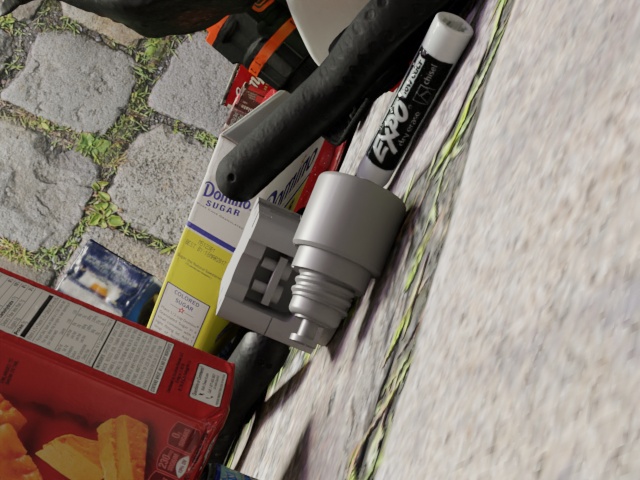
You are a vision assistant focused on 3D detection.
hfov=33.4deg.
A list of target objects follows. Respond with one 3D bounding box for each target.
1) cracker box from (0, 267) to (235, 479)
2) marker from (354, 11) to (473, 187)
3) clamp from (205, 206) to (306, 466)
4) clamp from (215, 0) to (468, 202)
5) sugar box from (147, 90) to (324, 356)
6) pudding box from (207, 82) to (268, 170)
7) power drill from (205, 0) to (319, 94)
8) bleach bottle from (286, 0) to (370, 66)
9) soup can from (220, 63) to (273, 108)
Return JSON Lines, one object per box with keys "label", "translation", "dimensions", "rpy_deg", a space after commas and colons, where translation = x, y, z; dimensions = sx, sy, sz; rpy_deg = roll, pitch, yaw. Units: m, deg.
{"label": "cracker box", "translation": [-0.167, 0.095, 0.468], "dimensions": [0.072, 0.213, 0.164], "rpy_deg": [-88, 22, -72]}
{"label": "marker", "translation": [0.037, -0.053, 0.508], "dimensions": [0.020, 0.020, 0.121], "rpy_deg": [-76, 11, -54]}
{"label": "clamp", "translation": [-0.054, 0.093, 0.645], "dimensions": [0.210, 0.036, 0.164], "rpy_deg": [-63, 3, 22]}
{"label": "clamp", "translation": [0.016, -0.083, 0.527], "dimensions": [0.120, 0.039, 0.172], "rpy_deg": [-46, -2, -46]}
{"label": "sugar box", "translation": [-0.054, 0.001, 0.665], "dimensions": [0.176, 0.048, 0.093], "rpy_deg": [-62, -7, 32]}
{"label": "pudding box", "translation": [-0.047, -0.086, 0.976], "dimensions": [0.114, 0.090, 0.039], "rpy_deg": [124, 169, -61]}
{"label": "power drill", "translation": [-0.010, -0.186, 0.798], "dimensions": [0.057, 0.184, 0.187], "rpy_deg": [-45, 5, 47]}
{"label": "bleach bottle", "translation": [-0.008, -0.239, 0.747], "dimensions": [0.102, 0.068, 0.251], "rpy_deg": [59, -167, -52]}
{"label": "soup can", "translation": [-0.034, -0.137, 0.995], "dimensions": [0.068, 0.102, 0.068], "rpy_deg": [-158, 91, -84]}
